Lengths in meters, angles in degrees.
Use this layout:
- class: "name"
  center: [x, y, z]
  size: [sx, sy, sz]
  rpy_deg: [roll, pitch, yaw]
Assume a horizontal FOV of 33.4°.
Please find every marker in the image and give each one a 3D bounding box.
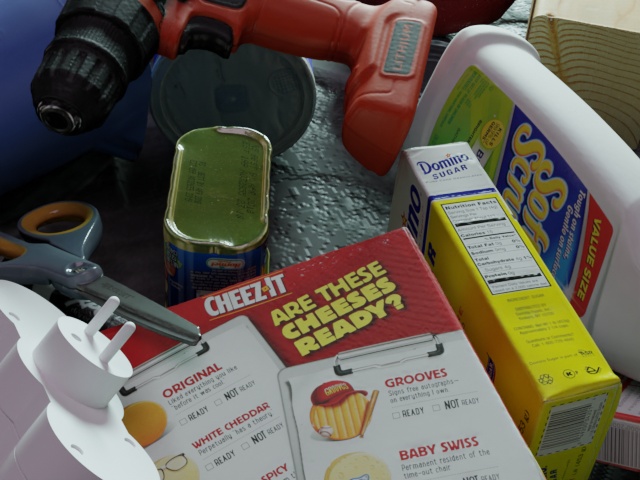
- class: "marker"
  center: [-0.125, 0.038, 0.565]
  size: [0.121, 0.020, 0.020]
  rpy_deg: [29, 47, 23]

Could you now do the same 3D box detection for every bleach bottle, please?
- class: "bleach bottle"
  center: [0.138, -0.015, 0.559]
  size: [0.067, 0.103, 0.251]
  rpy_deg: [9, 29, -34]

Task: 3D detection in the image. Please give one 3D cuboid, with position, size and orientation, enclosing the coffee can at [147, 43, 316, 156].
- class: "coffee can"
  center: [-0.057, -0.131, 0.699]
  size: [0.102, 0.103, 0.140]
  rpy_deg: [2, 42, -5]

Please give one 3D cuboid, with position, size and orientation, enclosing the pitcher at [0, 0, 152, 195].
- class: "pitcher"
  center: [-0.231, -0.079, 0.598]
  size: [0.149, 0.145, 0.242]
  rpy_deg: [26, 48, 35]

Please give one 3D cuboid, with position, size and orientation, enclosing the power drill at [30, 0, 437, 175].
- class: "power drill"
  center: [-0.040, -0.101, 0.562]
  size: [0.187, 0.057, 0.184]
  rpy_deg: [20, 52, -4]

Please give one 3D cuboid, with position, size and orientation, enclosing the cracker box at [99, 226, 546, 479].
- class: "cracker box"
  center: [0.003, 0.110, 0.445]
  size: [0.164, 0.072, 0.214]
  rpy_deg: [-19, 46, -7]

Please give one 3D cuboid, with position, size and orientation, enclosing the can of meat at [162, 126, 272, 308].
- class: "can of meat"
  center: [-0.054, 0.001, 0.567]
  size: [0.057, 0.084, 0.102]
  rpy_deg: [3, 42, -4]

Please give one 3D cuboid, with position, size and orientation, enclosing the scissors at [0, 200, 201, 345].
- class: "scissors"
  center: [-0.110, 0.010, 0.534]
  size: [0.202, 0.016, 0.096]
  rpy_deg: [9, 29, 32]

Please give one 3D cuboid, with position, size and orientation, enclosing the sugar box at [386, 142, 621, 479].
- class: "sugar box"
  center: [0.081, 0.040, 0.534]
  size: [0.048, 0.093, 0.176]
  rpy_deg: [-10, 43, -18]
